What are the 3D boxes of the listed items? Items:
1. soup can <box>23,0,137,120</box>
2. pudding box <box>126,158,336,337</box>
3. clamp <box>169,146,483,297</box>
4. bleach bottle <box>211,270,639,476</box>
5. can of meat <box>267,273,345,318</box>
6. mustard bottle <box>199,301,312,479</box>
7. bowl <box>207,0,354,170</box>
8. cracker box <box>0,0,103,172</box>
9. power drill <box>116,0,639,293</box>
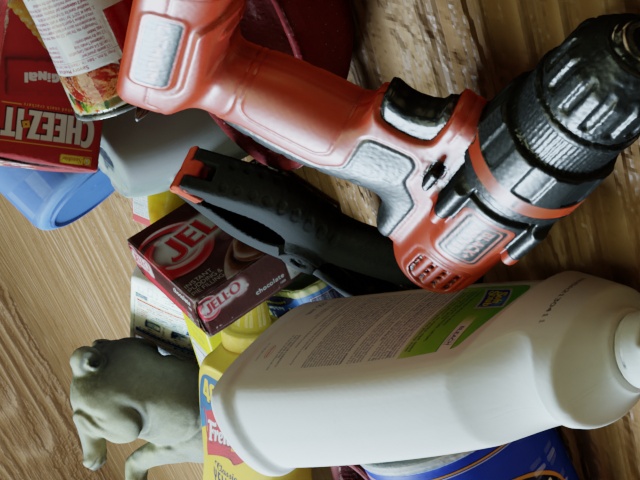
[{"bbox_3d":[-0.118,-0.123,0.555,0.069,0.068,0.102,23,140,57],"label":"soup can"},{"bbox_3d":[-0.054,0.001,0.687,0.090,0.113,0.039,36,151,44],"label":"pudding box"},{"bbox_3d":[0.004,-0.002,0.579,0.171,0.039,0.120,28,156,-17],"label":"clamp"},{"bbox_3d":[0.055,0.063,0.497,0.251,0.102,0.068,-13,116,52],"label":"bleach bottle"},{"bbox_3d":[0.010,0.057,0.706,0.084,0.057,0.102,62,160,-9],"label":"can of meat"},{"bbox_3d":[-0.043,0.125,0.713,0.096,0.058,0.192,23,119,48],"label":"mustard bottle"},{"bbox_3d":[-0.032,-0.118,0.543,0.162,0.055,0.162,47,158,26],"label":"bowl"},{"bbox_3d":[-0.179,-0.152,0.661,0.164,0.072,0.214,9,92,64],"label":"cracker box"},{"bbox_3d":[0.019,-0.060,0.415,0.187,0.057,0.185,30,149,-3],"label":"power drill"}]
